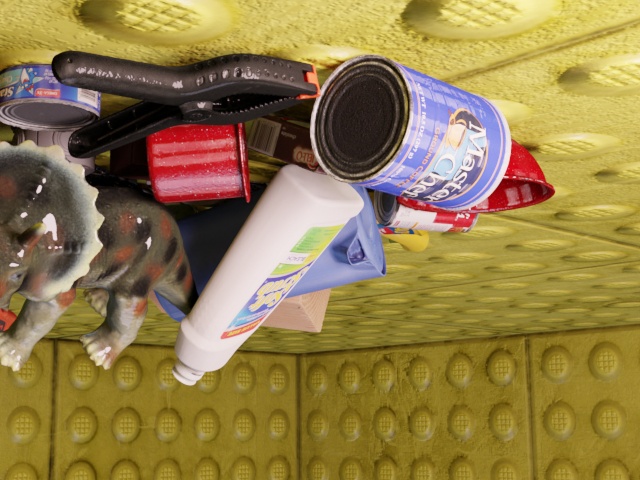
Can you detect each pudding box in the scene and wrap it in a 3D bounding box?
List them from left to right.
[{"bbox_3d":[0.001,-0.082,0.962,0.089,0.039,0.114,9,-168,-40],"label":"pudding box"}]

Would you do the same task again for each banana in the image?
[{"bbox_3d":[0.113,-0.008,1.484,0.070,0.037,0.197,-4,169,13],"label":"banana"}]

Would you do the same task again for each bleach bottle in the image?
[{"bbox_3d":[-0.065,0.041,1.040,0.251,0.068,0.102,-54,157,21],"label":"bleach bottle"}]

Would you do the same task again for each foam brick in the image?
[{"bbox_3d":[-0.151,-0.086,1.001,0.078,0.053,0.051,8,167,-33],"label":"foam brick"}]

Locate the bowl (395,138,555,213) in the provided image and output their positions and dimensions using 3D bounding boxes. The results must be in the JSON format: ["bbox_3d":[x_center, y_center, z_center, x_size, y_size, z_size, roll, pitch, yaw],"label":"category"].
[{"bbox_3d":[0.157,-0.070,1.093,0.162,0.055,0.162,0,170,0],"label":"bowl"}]

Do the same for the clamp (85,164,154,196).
[{"bbox_3d":[-0.225,-0.060,1.141,0.120,0.039,0.171,33,177,1],"label":"clamp"}]

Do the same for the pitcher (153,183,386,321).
[{"bbox_3d":[-0.058,0.001,1.155,0.243,0.145,0.149,-16,163,11],"label":"pitcher"}]

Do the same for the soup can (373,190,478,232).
[{"bbox_3d":[0.118,-0.045,1.194,0.102,0.068,0.069,4,169,-20],"label":"soup can"}]

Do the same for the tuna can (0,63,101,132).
[{"bbox_3d":[-0.224,-0.117,0.878,0.086,0.034,0.086,0,170,0],"label":"tuna can"}]

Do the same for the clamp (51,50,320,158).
[{"bbox_3d":[-0.107,-0.109,0.837,0.209,0.036,0.165,-7,166,-18],"label":"clamp"}]

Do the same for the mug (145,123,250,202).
[{"bbox_3d":[-0.105,-0.072,0.937,0.081,0.093,0.117,-5,160,-1],"label":"mug"}]

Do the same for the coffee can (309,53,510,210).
[{"bbox_3d":[0.075,-0.085,0.873,0.103,0.103,0.140,-10,166,41],"label":"coffee can"}]
